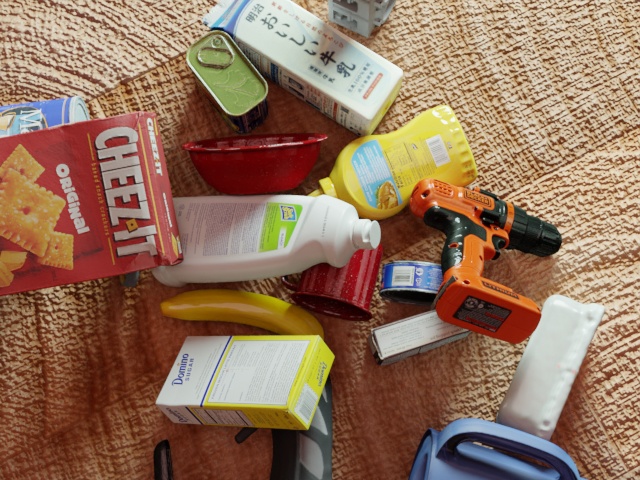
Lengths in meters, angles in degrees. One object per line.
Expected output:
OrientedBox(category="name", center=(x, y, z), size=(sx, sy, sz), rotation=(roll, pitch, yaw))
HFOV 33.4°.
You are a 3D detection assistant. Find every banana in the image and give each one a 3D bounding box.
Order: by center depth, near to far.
OrientedBox(category="banana", center=(-0.076, 0.084, 1.182), size=(0.198, 0.069, 0.037), rotation=(16, 117, 10))

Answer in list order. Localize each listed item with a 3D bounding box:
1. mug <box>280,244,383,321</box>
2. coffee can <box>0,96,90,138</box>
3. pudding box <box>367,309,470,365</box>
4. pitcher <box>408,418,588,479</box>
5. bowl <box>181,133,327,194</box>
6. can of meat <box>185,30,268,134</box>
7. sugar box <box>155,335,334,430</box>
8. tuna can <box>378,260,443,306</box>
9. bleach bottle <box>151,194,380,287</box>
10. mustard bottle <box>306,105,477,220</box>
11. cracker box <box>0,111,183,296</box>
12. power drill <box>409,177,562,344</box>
OrientedBox(category="mug", center=(0.011, 0.035, 1.182), size=(0.117, 0.093, 0.081), rotation=(7, 72, 26))
OrientedBox(category="coffee can", center=(-0.333, -0.104, 1.202), size=(0.140, 0.103, 0.103), rotation=(-7, 78, -1))
OrientedBox(category="pudding box", center=(0.110, 0.100, 1.161), size=(0.113, 0.090, 0.039), rotation=(-19, 79, -3))
OrientedBox(category="pitcher", center=(0.209, 0.279, 1.099), size=(0.243, 0.149, 0.145), rotation=(14, 74, 0))
OrientedBox(category="bowl", center=(-0.071, -0.085, 1.180), size=(0.162, 0.162, 0.055), rotation=(-4, 101, 0))
OrientedBox(category="can of meat", center=(-0.104, -0.178, 1.223), size=(0.057, 0.084, 0.102), rotation=(-37, 80, -7))
OrientedBox(category="sugar box", center=(-0.080, 0.148, 1.122), size=(0.177, 0.048, 0.093), rotation=(-5, 48, 35))
OrientedBox(category="tuna can", center=(0.108, 0.048, 1.174), size=(0.086, 0.086, 0.034), rotation=(6, 77, 2))
OrientedBox(category="bleach bottle", center=(-0.058, 0.001, 1.146), size=(0.251, 0.068, 0.102), rotation=(0, 74, 26))
OrientedBox(category="mustard bottle", center=(0.074, -0.077, 1.213), size=(0.191, 0.058, 0.096), rotation=(-22, 89, -4))
OrientedBox(category="cracker box", center=(-0.266, -0.036, 1.114), size=(0.214, 0.072, 0.164), rotation=(-10, 94, 5))
OrientedBox(category="power drill", center=(0.184, 0.022, 1.138), size=(0.184, 0.057, 0.187), rotation=(17, 38, -12))
